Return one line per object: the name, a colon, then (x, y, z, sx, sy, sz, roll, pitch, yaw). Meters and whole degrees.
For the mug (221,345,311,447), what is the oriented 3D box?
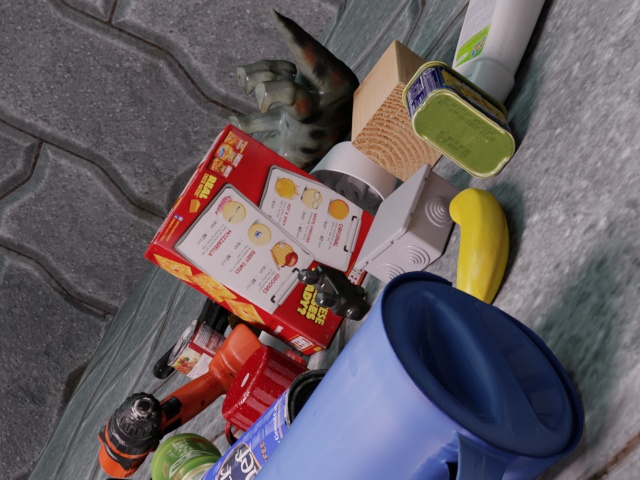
mug: (-0.047, 0.161, 1.016, 0.117, 0.081, 0.093, -52, 12, 24)

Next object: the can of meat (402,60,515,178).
can of meat: (0.128, -0.110, 0.979, 0.057, 0.102, 0.084, -52, 14, 20)

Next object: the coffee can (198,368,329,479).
coffee can: (-0.019, 0.178, 0.802, 0.140, 0.102, 0.102, -49, 14, 34)

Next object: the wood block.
wood block: (0.098, -0.152, 1.246, 0.091, 0.090, 0.206, -53, 11, 20)

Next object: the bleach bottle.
bleach bottle: (0.177, -0.199, 1.117, 0.103, 0.068, 0.250, -41, 21, 54)

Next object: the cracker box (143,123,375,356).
cracker box: (-0.058, 0.001, 1.162, 0.164, 0.213, 0.072, -61, 10, -22)

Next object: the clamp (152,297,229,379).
clamp: (-0.156, 0.115, 1.529, 0.210, 0.036, 0.164, -60, -18, 12)

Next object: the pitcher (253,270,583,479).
pitcher: (0.030, 0.150, 0.627, 0.148, 0.145, 0.243, -5, -41, -49)

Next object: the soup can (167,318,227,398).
soup can: (-0.131, 0.153, 1.340, 0.068, 0.102, 0.068, -54, 12, 16)

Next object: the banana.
banana: (0.123, -0.001, 0.859, 0.070, 0.037, 0.197, -49, 14, 30)

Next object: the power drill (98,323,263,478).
power drill: (-0.142, 0.162, 1.101, 0.187, 0.057, 0.185, -32, -11, -30)
